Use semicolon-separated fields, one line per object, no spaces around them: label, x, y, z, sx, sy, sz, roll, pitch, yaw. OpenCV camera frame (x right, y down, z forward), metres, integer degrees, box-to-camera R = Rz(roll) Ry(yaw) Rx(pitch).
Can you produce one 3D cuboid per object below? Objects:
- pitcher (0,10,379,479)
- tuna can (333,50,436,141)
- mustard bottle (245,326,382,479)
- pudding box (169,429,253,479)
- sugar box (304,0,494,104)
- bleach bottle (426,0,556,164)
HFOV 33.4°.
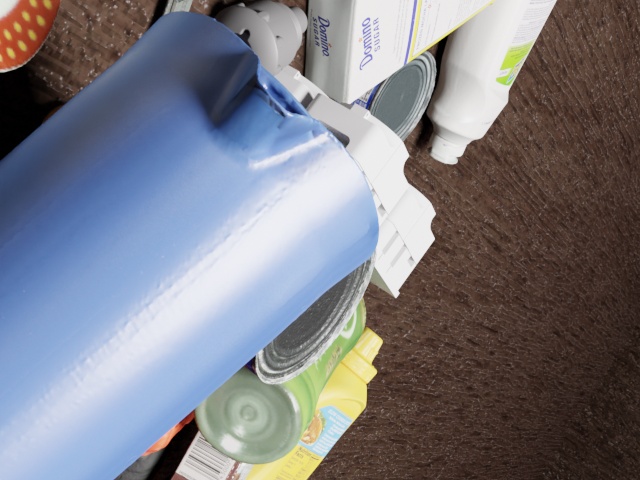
pitcher;-0.104;0.035;0.422;0.242;0.145;0.149;-43;136;-21
tuna can;0.047;-0.108;0.789;0.086;0.034;0.086;-42;151;-30
mustard bottle;-0.021;0.143;0.806;0.191;0.058;0.096;-49;150;-4
pudding box;-0.080;0.169;0.710;0.113;0.039;0.090;-59;173;-8
sugar box;0.062;-0.174;0.727;0.176;0.048;0.093;-35;148;-32
bleach bottle;0.141;-0.173;0.851;0.102;0.068;0.251;-21;139;-52
